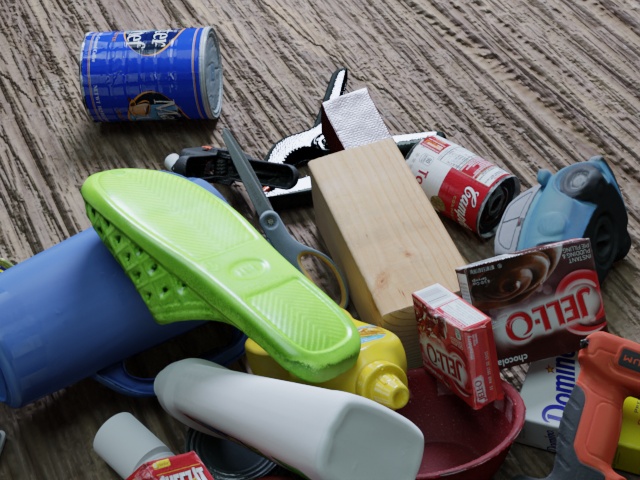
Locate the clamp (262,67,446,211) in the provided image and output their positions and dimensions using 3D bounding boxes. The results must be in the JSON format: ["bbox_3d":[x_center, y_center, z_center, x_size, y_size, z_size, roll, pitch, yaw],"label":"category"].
[{"bbox_3d":[0.019,-0.092,1.131,0.165,0.036,0.209,31,60,28],"label":"clamp"}]

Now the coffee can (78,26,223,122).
[{"bbox_3d":[-0.187,-0.185,1.197,0.140,0.103,0.102,-1,47,6],"label":"coffee can"}]

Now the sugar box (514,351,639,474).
[{"bbox_3d":[0.255,0.141,0.881,0.176,0.048,0.093,13,50,17],"label":"sugar box"}]

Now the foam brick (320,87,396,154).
[{"bbox_3d":[0.038,-0.105,1.086,0.053,0.051,0.078,-18,61,-10],"label":"foam brick"}]

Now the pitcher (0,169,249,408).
[{"bbox_3d":[-0.180,0.056,0.937,0.242,0.145,0.149,-27,44,-29],"label":"pitcher"}]

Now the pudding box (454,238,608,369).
[{"bbox_3d":[0.176,0.052,0.886,0.113,0.090,0.039,-13,3,-6],"label":"pudding box"}]

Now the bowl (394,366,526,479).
[{"bbox_3d":[0.085,0.163,0.852,0.162,0.055,0.162,-9,22,4],"label":"bowl"}]

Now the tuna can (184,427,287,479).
[{"bbox_3d":[-0.069,0.176,0.895,0.086,0.034,0.086,-3,47,3],"label":"tuna can"}]

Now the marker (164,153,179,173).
[{"bbox_3d":[-0.129,-0.052,1.123,0.020,0.020,0.121,-28,50,-19],"label":"marker"}]

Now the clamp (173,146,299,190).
[{"bbox_3d":[-0.107,-0.075,1.069,0.120,0.039,0.172,9,3,-27],"label":"clamp"}]

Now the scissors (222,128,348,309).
[{"bbox_3d":[-0.057,0.001,0.993,0.096,0.016,0.202,-42,94,-7],"label":"scissors"}]

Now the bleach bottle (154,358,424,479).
[{"bbox_3d":[-0.044,0.135,0.818,0.251,0.102,0.068,7,68,50],"label":"bleach bottle"}]

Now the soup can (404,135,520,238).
[{"bbox_3d":[0.138,-0.055,1.062,0.102,0.068,0.068,33,58,31],"label":"soup can"}]

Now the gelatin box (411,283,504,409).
[{"bbox_3d":[0.109,0.084,0.859,0.030,0.073,0.089,-19,24,-17],"label":"gelatin box"}]

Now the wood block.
[{"bbox_3d":[0.065,0.010,0.994,0.090,0.091,0.206,-17,47,-9],"label":"wood block"}]

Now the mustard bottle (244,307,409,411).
[{"bbox_3d":[0.016,0.102,0.880,0.096,0.058,0.192,-21,18,-23],"label":"mustard bottle"}]
